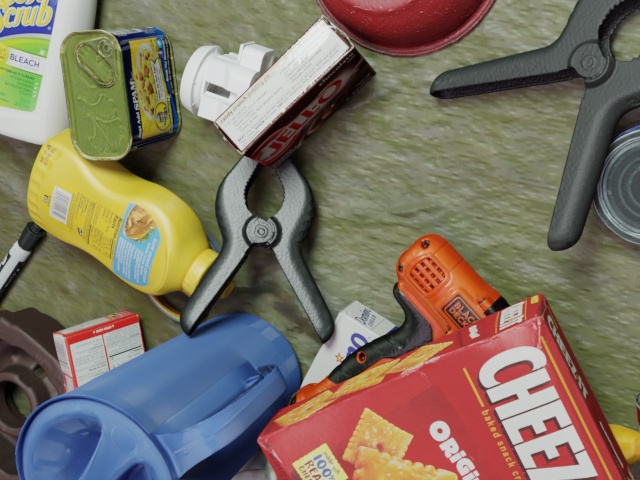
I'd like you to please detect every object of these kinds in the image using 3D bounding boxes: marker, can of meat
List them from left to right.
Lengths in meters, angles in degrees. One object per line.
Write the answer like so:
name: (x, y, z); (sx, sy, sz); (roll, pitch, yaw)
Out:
marker: (-0.294, 0.026, 1.006); (0.020, 0.020, 0.121); (45, 117, 7)
can of meat: (-0.159, -0.122, 0.867); (0.058, 0.083, 0.102); (1, 105, 24)

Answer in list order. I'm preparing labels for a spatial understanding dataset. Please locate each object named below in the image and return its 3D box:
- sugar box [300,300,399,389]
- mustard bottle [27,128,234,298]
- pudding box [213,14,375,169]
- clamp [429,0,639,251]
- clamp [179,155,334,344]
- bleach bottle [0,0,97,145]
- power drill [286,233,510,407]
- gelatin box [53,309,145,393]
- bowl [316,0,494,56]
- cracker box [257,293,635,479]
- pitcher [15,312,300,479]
sugar box: (0.075, 0.134, 0.853); (0.176, 0.048, 0.093); (30, 111, 12)
mustard bottle: (-0.154, -0.009, 0.891); (0.192, 0.058, 0.096); (32, 127, 13)
pudding box: (-0.017, -0.106, 0.788); (0.113, 0.090, 0.039); (-45, 80, 7)
clamp: (0.189, -0.105, 0.721); (0.210, 0.036, 0.164); (-38, 65, 24)
clamp: (-0.056, 0.001, 0.845); (0.120, 0.039, 0.171); (-4, 80, -7)
bleach bottle: (-0.235, -0.213, 0.890); (0.103, 0.068, 0.251); (18, 109, 18)
power drill: (0.081, 0.116, 0.794); (0.188, 0.057, 0.184); (-43, 81, 16)
gelatin box: (-0.193, 0.115, 0.954); (0.030, 0.073, 0.089); (9, 111, 53)
bowl: (0.051, -0.211, 0.763); (0.162, 0.055, 0.162); (7, 106, 23)
cracker box: (0.089, 0.157, 0.730); (0.214, 0.072, 0.164); (-26, 95, 16)
pitcher: (-0.101, 0.137, 0.823); (0.149, 0.242, 0.145); (21, 112, 18)
